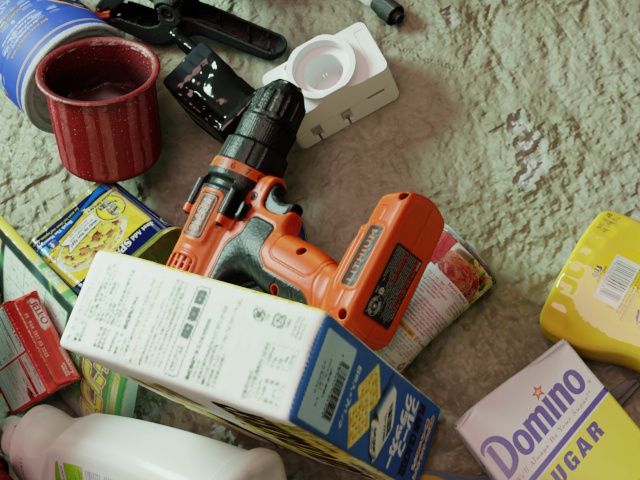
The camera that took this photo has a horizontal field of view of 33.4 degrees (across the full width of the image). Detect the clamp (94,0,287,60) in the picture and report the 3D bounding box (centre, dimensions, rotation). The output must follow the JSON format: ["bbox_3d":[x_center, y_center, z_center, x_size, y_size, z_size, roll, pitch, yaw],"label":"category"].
[{"bbox_3d":[-0.116,-0.203,0.867,0.172,0.120,0.039,8,45,22],"label":"clamp"}]

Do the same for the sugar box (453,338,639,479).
[{"bbox_3d":[0.171,0.158,0.664,0.093,0.048,0.176,-37,73,-3],"label":"sugar box"}]

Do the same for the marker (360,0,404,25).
[{"bbox_3d":[0.025,-0.214,0.878,0.020,0.020,0.121,-44,64,-3],"label":"marker"}]

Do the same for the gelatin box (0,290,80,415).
[{"bbox_3d":[-0.219,0.084,0.792,0.030,0.089,0.073,-25,86,-38],"label":"gelatin box"}]

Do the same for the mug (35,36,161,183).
[{"bbox_3d":[-0.162,-0.106,0.833,0.093,0.081,0.117,14,44,15],"label":"mug"}]

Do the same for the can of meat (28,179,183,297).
[{"bbox_3d":[-0.164,0.011,0.820,0.084,0.057,0.102,36,68,28],"label":"can of meat"}]

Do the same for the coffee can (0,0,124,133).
[{"bbox_3d":[-0.241,-0.170,0.895,0.103,0.102,0.140,-46,64,-4],"label":"coffee can"}]

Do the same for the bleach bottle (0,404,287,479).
[{"bbox_3d":[-0.135,0.159,0.726,0.251,0.102,0.067,12,29,36],"label":"bleach bottle"}]

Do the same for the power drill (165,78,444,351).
[{"bbox_3d":[-0.011,-0.015,0.730,0.188,0.057,0.184,19,82,40],"label":"power drill"}]

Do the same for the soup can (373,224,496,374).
[{"bbox_3d":[0.063,0.040,0.741,0.102,0.068,0.069,-44,64,-3],"label":"soup can"}]
